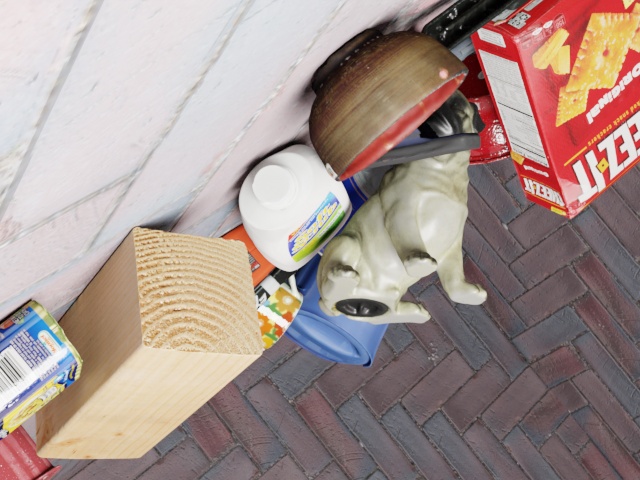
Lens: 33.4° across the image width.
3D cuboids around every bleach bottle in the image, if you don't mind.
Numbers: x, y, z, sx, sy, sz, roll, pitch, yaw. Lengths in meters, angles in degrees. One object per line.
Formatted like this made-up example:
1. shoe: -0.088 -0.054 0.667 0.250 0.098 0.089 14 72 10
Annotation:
1. bleach bottle: -0.029 -0.028 0.900 0.102 0.068 0.250 -44 174 2

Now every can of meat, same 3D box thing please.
1. can of meat: -0.205 0.091 0.698 0.083 0.057 0.102 -40 177 -21

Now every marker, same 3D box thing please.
1. marker: -0.069 0.063 1.072 0.121 0.020 0.020 -45 176 -6

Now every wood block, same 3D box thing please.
1. wood block: -0.134 0.084 0.785 0.090 0.091 0.206 8 146 -32

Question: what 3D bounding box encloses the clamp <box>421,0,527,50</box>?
1. clamp: 0.167 -0.211 0.785 0.165 0.036 0.209 -41 177 33

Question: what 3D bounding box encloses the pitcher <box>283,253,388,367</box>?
1. pitcher: 0.045 0.015 1.272 0.242 0.145 0.149 -61 172 -23

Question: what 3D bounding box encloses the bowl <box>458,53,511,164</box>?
1. bowl: 0.168 -0.145 1.072 0.162 0.055 0.162 -16 -145 11

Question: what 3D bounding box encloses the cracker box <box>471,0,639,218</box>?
1. cracker box: 0.239 -0.151 0.963 0.164 0.213 0.072 -38 -141 -13

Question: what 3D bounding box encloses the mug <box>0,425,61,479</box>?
1. mug: -0.287 0.194 0.917 0.093 0.081 0.117 -37 175 -28
